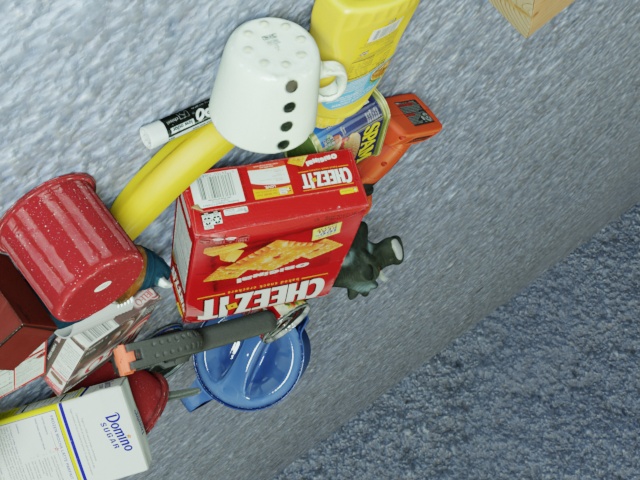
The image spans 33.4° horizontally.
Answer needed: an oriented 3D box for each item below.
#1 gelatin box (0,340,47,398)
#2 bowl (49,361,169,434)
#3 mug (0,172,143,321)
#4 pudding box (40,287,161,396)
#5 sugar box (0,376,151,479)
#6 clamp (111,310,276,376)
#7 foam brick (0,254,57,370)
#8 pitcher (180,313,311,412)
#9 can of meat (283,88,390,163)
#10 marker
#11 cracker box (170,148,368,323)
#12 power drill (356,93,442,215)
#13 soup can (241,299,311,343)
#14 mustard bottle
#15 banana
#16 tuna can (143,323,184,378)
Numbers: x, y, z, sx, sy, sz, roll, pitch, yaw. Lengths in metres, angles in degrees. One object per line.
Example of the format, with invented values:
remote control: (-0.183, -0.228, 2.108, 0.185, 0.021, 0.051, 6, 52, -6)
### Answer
gelatin box: (-0.292, 0.114, 0.986, 0.073, 0.030, 0.089, -30, 163, -28)
bowl: (-0.245, 0.182, 1.153, 0.162, 0.055, 0.162, -25, -153, 14)
mug: (-0.190, 0.011, 0.836, 0.093, 0.081, 0.117, -38, 165, -6)
pudding box: (-0.219, 0.094, 1.060, 0.113, 0.039, 0.090, -34, 165, -47)
sugar box: (-0.266, 0.206, 1.067, 0.176, 0.093, 0.048, -16, -172, 0)
clamp: (-0.160, 0.113, 1.102, 0.165, 0.036, 0.209, -20, 175, 26)
foam brick: (-0.252, 0.054, 0.820, 0.051, 0.078, 0.053, -41, 162, 8)
pitcher: (-0.084, 0.149, 1.367, 0.243, 0.149, 0.145, 45, 50, -83)
can of meat: (0.014, -0.103, 1.040, 0.083, 0.057, 0.102, -31, 162, -18)
marker: (-0.088, -0.104, 0.854, 0.121, 0.020, 0.020, -28, 161, -27)
cracker box: (-0.057, 0.001, 1.038, 0.164, 0.072, 0.214, -10, 156, -15)
power drill: (0.036, -0.076, 1.171, 0.188, 0.057, 0.184, -46, 167, 33)
soup can: (-0.068, 0.057, 1.213, 0.068, 0.102, 0.068, -36, 164, -12)
mustard bottle: (0.022, -0.156, 0.903, 0.096, 0.058, 0.192, -32, 163, -29)
banana: (-0.118, -0.057, 0.896, 0.198, 0.037, 0.069, -40, 163, 3)
tuna can: (-0.193, 0.139, 1.282, 0.086, 0.034, 0.086, -36, 164, -12)
